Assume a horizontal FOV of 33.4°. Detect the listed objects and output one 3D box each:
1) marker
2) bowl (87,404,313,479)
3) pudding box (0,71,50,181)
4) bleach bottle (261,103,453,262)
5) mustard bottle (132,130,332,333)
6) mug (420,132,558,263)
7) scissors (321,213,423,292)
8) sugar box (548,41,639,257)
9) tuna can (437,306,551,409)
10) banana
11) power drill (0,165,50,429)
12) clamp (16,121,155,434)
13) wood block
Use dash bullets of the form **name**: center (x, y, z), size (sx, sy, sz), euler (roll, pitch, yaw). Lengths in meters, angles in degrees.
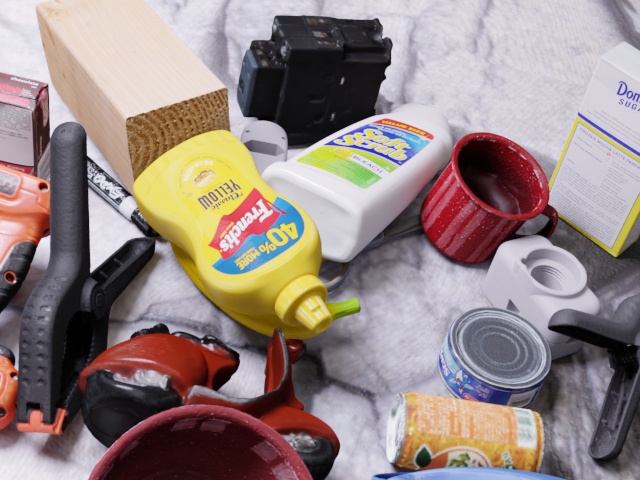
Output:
- **marker**: center (-0.176, -0.041, 0.907), size (0.121, 0.020, 0.020), euler (39, 49, 23)
- **bowl**: center (-0.079, 0.184, 0.653), size (0.161, 0.055, 0.162), euler (8, 73, -26)
- **pudding box**: center (-0.267, -0.087, 0.861), size (0.090, 0.114, 0.039), euler (14, 47, -1)
- **bleach bottle**: center (0.047, -0.071, 0.955), size (0.103, 0.068, 0.250), euler (25, 35, 17)
- **mustard bottle**: center (-0.055, 0.001, 0.812), size (0.096, 0.058, 0.192), euler (-32, 59, -19)
- **mug**: center (0.149, -0.029, 0.931), size (0.117, 0.082, 0.093), euler (21, 50, -10)
- **scissors**: center (0.026, -0.011, 0.934), size (0.096, 0.016, 0.201), euler (38, 48, 22)
- **sugar box**: center (0.267, -0.079, 0.951), size (0.093, 0.176, 0.048), euler (40, 49, 23)
- **tuna can**: center (0.138, 0.094, 0.845), size (0.086, 0.034, 0.086), euler (8, 44, -8)
- **banana**: center (-0.066, 0.027, 0.856), size (0.198, 0.037, 0.069), euler (33, 47, 20)
- **power drill**: center (-0.277, 0.028, 0.753), size (0.184, 0.057, 0.187), euler (19, 62, -6)
- **clamp**: center (-0.175, 0.032, 0.756), size (0.036, 0.164, 0.210), euler (0, 51, 16)
- **wood block**: center (-0.163, -0.133, 0.926), size (0.090, 0.090, 0.206), euler (-22, 46, -22)
